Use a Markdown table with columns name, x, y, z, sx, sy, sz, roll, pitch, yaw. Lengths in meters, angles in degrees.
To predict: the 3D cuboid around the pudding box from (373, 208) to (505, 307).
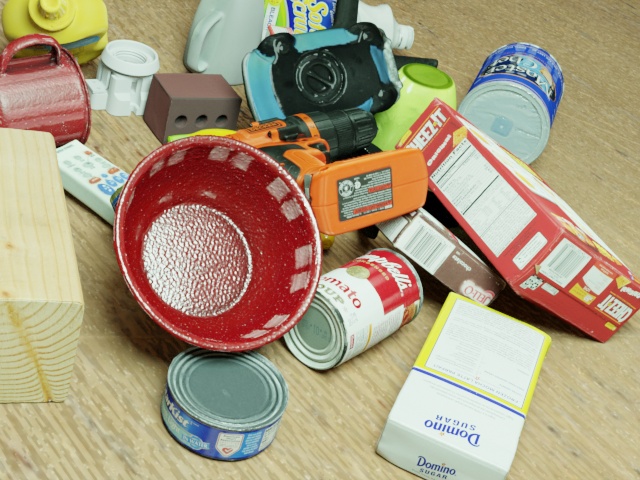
| name | x | y | z | sx | sy | sz | roll | pitch | yaw |
| --- | --- | --- | --- | --- | --- | --- | --- | --- | --- |
| pudding box | 0.096 | 0.005 | 0.914 | 0.113 | 0.039 | 0.090 | 39 | 5 | -27 |

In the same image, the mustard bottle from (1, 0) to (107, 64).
| name | x | y | z | sx | sy | sz | roll | pitch | yaw |
| --- | --- | --- | --- | --- | --- | --- | --- | --- | --- |
| mustard bottle | -0.249 | -0.204 | 1.006 | 0.096 | 0.058 | 0.192 | -5 | 2 | -11 |

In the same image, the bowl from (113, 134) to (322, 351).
| name | x | y | z | sx | sy | sz | roll | pitch | yaw |
| --- | --- | --- | --- | --- | --- | --- | --- | --- | --- |
| bowl | -0.081 | 0.007 | 0.783 | 0.161 | 0.055 | 0.162 | 9 | 69 | -26 |

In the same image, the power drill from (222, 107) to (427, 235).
| name | x | y | z | sx | sy | sz | roll | pitch | yaw |
| --- | --- | --- | --- | --- | --- | --- | --- | --- | --- |
| power drill | 0.007 | -0.066 | 0.907 | 0.184 | 0.057 | 0.188 | -19 | 24 | -26 |

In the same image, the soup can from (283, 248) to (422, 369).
| name | x | y | z | sx | sy | sz | roll | pitch | yaw |
| --- | --- | --- | --- | --- | --- | --- | --- | --- | --- |
| soup can | 0.024 | 0.053 | 0.843 | 0.069 | 0.069 | 0.102 | 36 | 38 | 26 |

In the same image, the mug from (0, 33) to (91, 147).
| name | x | y | z | sx | sy | sz | roll | pitch | yaw |
| --- | --- | --- | --- | --- | --- | --- | --- | --- | --- |
| mug | -0.256 | -0.128 | 0.933 | 0.081 | 0.117 | 0.093 | -17 | 53 | -35 |

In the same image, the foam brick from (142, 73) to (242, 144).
| name | x | y | z | sx | sy | sz | roll | pitch | yaw |
| --- | --- | --- | --- | --- | --- | --- | --- | --- | --- |
| foam brick | -0.126 | -0.130 | 1.052 | 0.078 | 0.053 | 0.051 | -5 | 40 | -31 |

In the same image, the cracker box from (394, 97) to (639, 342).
| name | x | y | z | sx | sy | sz | roll | pitch | yaw |
| --- | --- | --- | --- | --- | --- | --- | --- | --- | --- |
| cracker box | 0.180 | -0.019 | 0.969 | 0.164 | 0.072 | 0.214 | 28 | 19 | -42 |

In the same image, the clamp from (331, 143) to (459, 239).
| name | x | y | z | sx | sy | sz | roll | pitch | yaw |
| --- | --- | --- | --- | --- | --- | --- | --- | --- | --- |
| clamp | 0.044 | -0.056 | 1.039 | 0.172 | 0.039 | 0.120 | 39 | 30 | 31 |

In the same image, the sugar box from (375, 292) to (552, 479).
| name | x | y | z | sx | sy | sz | roll | pitch | yaw |
| --- | --- | --- | --- | --- | --- | --- | --- | --- | --- |
| sugar box | 0.113 | 0.116 | 0.815 | 0.093 | 0.048 | 0.176 | 23 | 37 | 11 |

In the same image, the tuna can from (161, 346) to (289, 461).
| name | x | y | z | sx | sy | sz | roll | pitch | yaw |
| --- | --- | --- | --- | --- | --- | --- | --- | --- | --- |
| tuna can | -0.067 | 0.112 | 0.743 | 0.086 | 0.034 | 0.086 | 13 | 33 | -9 |

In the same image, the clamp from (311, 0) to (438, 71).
| name | x | y | z | sx | sy | sz | roll | pitch | yaw |
| --- | --- | --- | --- | --- | --- | --- | --- | --- | --- |
| clamp | 0.029 | -0.220 | 1.211 | 0.209 | 0.036 | 0.164 | -38 | 96 | -34 |

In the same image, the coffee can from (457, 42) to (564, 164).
| name | x | y | z | sx | sy | sz | roll | pitch | yaw |
| --- | --- | --- | --- | --- | --- | --- | --- | --- | --- |
| coffee can | 0.216 | -0.153 | 1.204 | 0.103 | 0.103 | 0.140 | 23 | 33 | 7 |

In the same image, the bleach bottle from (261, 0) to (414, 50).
| name | x | y | z | sx | sy | sz | roll | pitch | yaw |
| --- | --- | --- | --- | --- | --- | --- | --- | --- | --- |
| bleach bottle | -0.007 | -0.272 | 1.272 | 0.250 | 0.102 | 0.068 | 8 | 15 | -17 |

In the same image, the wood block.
| name | x | y | z | sx | sy | sz | roll | pitch | yaw |
| --- | --- | --- | --- | --- | --- | --- | --- | --- | --- |
| wood block | -0.230 | 0.011 | 0.761 | 0.090 | 0.091 | 0.206 | 3 | 36 | -23 |

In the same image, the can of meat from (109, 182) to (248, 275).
| name | x | y | z | sx | sy | sz | roll | pitch | yaw |
| --- | --- | --- | --- | --- | --- | --- | --- | --- | --- |
| can of meat | -0.108 | -0.013 | 0.856 | 0.101 | 0.058 | 0.084 | -16 | 73 | -41 |
